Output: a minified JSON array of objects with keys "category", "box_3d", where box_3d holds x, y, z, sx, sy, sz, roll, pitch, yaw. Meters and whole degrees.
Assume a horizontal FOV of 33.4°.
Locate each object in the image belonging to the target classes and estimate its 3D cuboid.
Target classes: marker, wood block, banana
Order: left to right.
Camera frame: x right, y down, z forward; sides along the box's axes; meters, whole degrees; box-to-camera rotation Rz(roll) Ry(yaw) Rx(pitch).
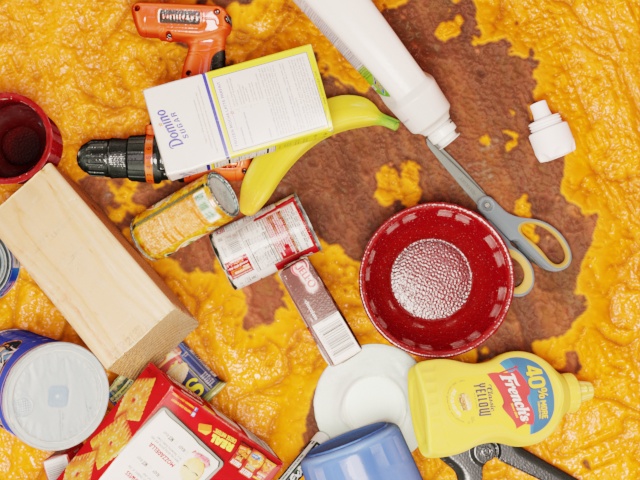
[{"category":"wood block","box_3d":[-0.228,0.033,1.077,0.090,0.090,0.206,-42,72,-2]},{"category":"marker","box_3d":[-0.028,0.241,1.097,0.020,0.020,0.120,46,46,1]},{"category":"banana","box_3d":[-0.014,-0.101,1.121,0.197,0.037,0.070,-32,63,-12]}]

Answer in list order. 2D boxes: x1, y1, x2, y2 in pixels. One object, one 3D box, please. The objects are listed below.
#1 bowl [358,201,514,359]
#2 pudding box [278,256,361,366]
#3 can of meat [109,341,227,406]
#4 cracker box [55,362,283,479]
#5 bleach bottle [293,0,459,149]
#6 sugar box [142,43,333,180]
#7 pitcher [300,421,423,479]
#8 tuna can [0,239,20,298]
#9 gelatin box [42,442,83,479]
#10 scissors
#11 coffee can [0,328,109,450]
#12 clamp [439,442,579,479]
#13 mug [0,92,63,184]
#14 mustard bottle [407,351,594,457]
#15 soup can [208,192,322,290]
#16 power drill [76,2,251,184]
[{"category":"bowl","box_3d":[0.119,0.042,1.122,0.162,0.055,0.162,0,88,0]},{"category":"pudding box","box_3d":[0.001,0.074,1.100,0.039,0.090,0.113,-29,85,1]},{"category":"can of meat","box_3d":[-0.163,0.156,1.118,0.102,0.057,0.084,-44,86,-2]},{"category":"cracker box","box_3d":[-0.166,0.252,1.048,0.164,0.072,0.213,41,86,-32]},{"category":"bleach bottle","box_3d":[0.055,-0.200,1.117,0.068,0.102,0.251,-40,95,2]},{"category":"sugar box","box_3d":[-0.082,-0.129,1.080,0.176,0.048,0.093,-16,86,-2]},{"category":"pitcher","box_3d":[0.068,0.311,1.054,0.144,0.149,0.243,-20,86,-27]},{"category":"tuna can","box_3d":[-0.365,0.025,1.132,0.086,0.034,0.086,0,88,0]},{"category":"gelatin box","box_3d":[-0.255,0.260,1.106,0.030,0.073,0.089,-17,89,0]},{"category":"scissors","box_3d":[0.173,-0.017,1.144,0.202,0.016,0.096,33,89,1]},{"category":"coffee can","box_3d":[-0.284,0.145,1.060,0.102,0.141,0.103,-1,92,-33]},{"category":"clamp","box_3d":[0.182,0.222,1.126,0.164,0.036,0.210,-20,85,-10]},{"category":"mug","box_3d":[-0.328,-0.103,1.112,0.117,0.081,0.093,8,88,0]},{"category":"mustard bottle","box_3d":[0.189,0.163,1.091,0.191,0.058,0.096,-4,72,-14]},{"category":"soup can","box_3d":[-0.057,0.001,1.117,0.102,0.068,0.068,-26,89,0]},{"category":"power drill","box_3d":[-0.163,-0.153,1.127,0.184,0.057,0.188,1,91,-4]}]
